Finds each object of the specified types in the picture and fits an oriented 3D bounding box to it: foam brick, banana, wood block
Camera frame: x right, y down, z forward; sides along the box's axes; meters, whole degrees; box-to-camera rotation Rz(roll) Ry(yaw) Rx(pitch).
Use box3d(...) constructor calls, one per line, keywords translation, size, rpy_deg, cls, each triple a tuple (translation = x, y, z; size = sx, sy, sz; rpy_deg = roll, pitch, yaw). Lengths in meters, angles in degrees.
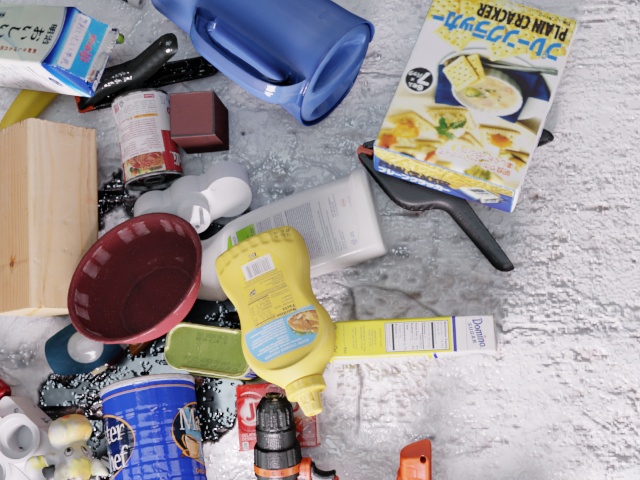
box3d(translation=(-0.136, -0.133, 1.205), size=(0.053, 0.078, 0.051), rpy_deg=(-4, 81, 6), cls="foam brick")
box3d(translation=(-0.311, -0.188, 1.248), size=(0.198, 0.070, 0.037), rpy_deg=(-42, 114, 8), cls="banana")
box3d(translation=(-0.309, -0.022, 1.192), size=(0.091, 0.090, 0.206), rpy_deg=(-11, 78, 43), cls="wood block")

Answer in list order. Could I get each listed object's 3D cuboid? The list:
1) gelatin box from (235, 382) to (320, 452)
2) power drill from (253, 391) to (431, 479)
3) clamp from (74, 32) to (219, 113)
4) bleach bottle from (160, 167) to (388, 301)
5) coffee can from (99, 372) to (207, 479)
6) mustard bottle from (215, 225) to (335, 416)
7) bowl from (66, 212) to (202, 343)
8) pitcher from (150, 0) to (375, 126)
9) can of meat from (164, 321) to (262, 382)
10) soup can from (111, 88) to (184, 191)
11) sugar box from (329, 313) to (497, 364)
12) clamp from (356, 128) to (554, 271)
box3d(translation=(-0.047, 0.191, 1.168), size=(0.089, 0.030, 0.073), rpy_deg=(-5, 81, 7), cls="gelatin box")
box3d(translation=(0.023, 0.247, 1.117), size=(0.188, 0.057, 0.184), rpy_deg=(-1, 103, 10), cls="power drill")
box3d(translation=(-0.201, -0.187, 1.224), size=(0.172, 0.120, 0.039), rpy_deg=(-18, 74, 27), cls="clamp")
box3d(translation=(-0.058, 0.001, 1.182), size=(0.251, 0.068, 0.102), rpy_deg=(-15, 79, 8), cls="bleach bottle")
box3d(translation=(-0.176, 0.222, 1.136), size=(0.103, 0.102, 0.140), rpy_deg=(-13, 72, 6), cls="coffee can")
box3d(translation=(-0.037, 0.087, 1.089), size=(0.096, 0.058, 0.192), rpy_deg=(-24, 68, 9), cls="mustard bottle")
box3d(translation=(-0.186, 0.051, 1.135), size=(0.162, 0.055, 0.162), rpy_deg=(-14, 51, 18), cls="bowl")
box3d(translation=(-0.075, -0.240, 1.180), size=(0.243, 0.149, 0.145), rpy_deg=(36, 88, 15), cls="pitcher")
box3d(translation=(-0.112, 0.121, 1.161), size=(0.102, 0.084, 0.057), rpy_deg=(7, 83, 9), cls="can of meat")
box3d(translation=(-0.198, -0.114, 1.216), size=(0.068, 0.068, 0.102), rpy_deg=(-13, 79, 6), cls="soup can")
box3d(translation=(0.097, 0.104, 1.127), size=(0.176, 0.093, 0.048), rpy_deg=(-6, 81, 7), cls="sugar box")
box3d(translation=(0.139, -0.059, 1.171), size=(0.210, 0.036, 0.164), rpy_deg=(10, 79, 8), cls="clamp")
